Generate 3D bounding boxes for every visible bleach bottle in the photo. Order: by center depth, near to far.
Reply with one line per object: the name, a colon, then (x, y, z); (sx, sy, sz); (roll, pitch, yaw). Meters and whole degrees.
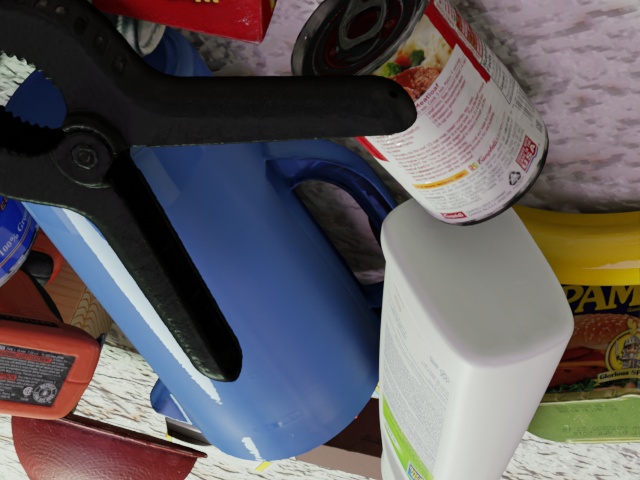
bleach bottle: (0.066, 0.086, 0.582); (0.068, 0.103, 0.251); (-17, 147, -15)

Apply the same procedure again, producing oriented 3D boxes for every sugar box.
sugar box: (-0.076, 0.149, 0.863); (0.093, 0.048, 0.176); (19, 161, -3)

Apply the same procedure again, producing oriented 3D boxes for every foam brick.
foam brick: (0.021, 0.148, 0.832); (0.078, 0.053, 0.051); (12, 150, 11)

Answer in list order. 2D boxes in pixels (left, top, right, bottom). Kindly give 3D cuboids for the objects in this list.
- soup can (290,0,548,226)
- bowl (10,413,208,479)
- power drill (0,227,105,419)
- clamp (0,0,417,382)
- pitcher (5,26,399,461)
soup can: (0.045, -0.061, 0.457); (0.069, 0.068, 0.102); (-11, 140, 40)
bowl: (-0.171, 0.168, 0.819); (0.162, 0.055, 0.162); (16, 170, 3)
power drill: (-0.220, 0.023, 0.628); (0.184, 0.057, 0.188); (14, -158, -37)
clamp: (-0.078, -0.046, 0.420); (0.210, 0.036, 0.165); (35, 122, -11)
pitcher: (-0.054, 0.001, 0.571); (0.145, 0.149, 0.242); (15, 151, 36)
